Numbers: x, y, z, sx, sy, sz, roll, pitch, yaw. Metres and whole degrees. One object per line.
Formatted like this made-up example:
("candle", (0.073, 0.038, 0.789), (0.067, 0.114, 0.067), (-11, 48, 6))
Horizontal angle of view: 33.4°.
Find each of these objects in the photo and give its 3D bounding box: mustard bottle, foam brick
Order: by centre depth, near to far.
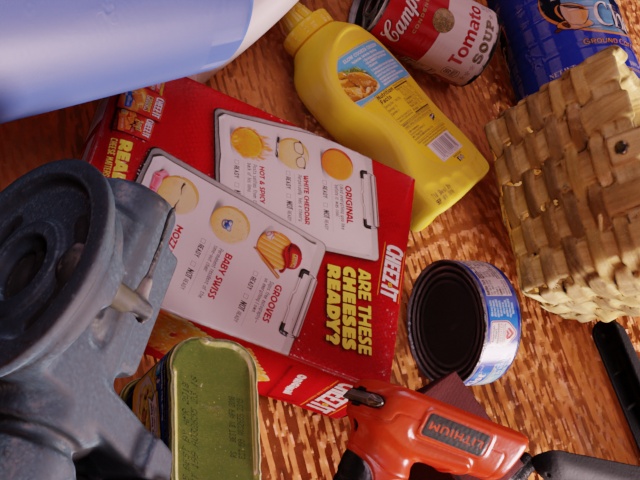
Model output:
("foam brick", (0.079, 0.134, 0.690), (0.051, 0.053, 0.078), (-33, 85, -37))
("mustard bottle", (0.036, -0.101, 0.784), (0.191, 0.058, 0.096), (49, 42, 2))

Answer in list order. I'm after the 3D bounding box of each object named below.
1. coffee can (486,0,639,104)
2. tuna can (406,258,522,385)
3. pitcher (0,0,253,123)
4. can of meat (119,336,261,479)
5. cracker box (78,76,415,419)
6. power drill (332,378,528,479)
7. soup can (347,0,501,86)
("coffee can", (0.201, -0.166, 0.885), (0.102, 0.103, 0.140), (1, 65, -29))
("tuna can", (0.096, 0.055, 0.719), (0.033, 0.086, 0.086), (1, 65, -31))
("pitcher", (-0.156, -0.136, 0.554), (0.242, 0.149, 0.145), (-20, 67, -42))
("can of meat", (-0.074, 0.113, 0.594), (0.057, 0.084, 0.102), (9, 61, -26))
("cracker box", (-0.054, 0.001, 0.673), (0.213, 0.072, 0.164), (22, 57, -19))
("power drill", (0.052, 0.186, 0.606), (0.184, 0.057, 0.187), (25, 78, -20))
("soup can", (0.081, -0.170, 0.839), (0.102, 0.069, 0.068), (21, 56, -22))
